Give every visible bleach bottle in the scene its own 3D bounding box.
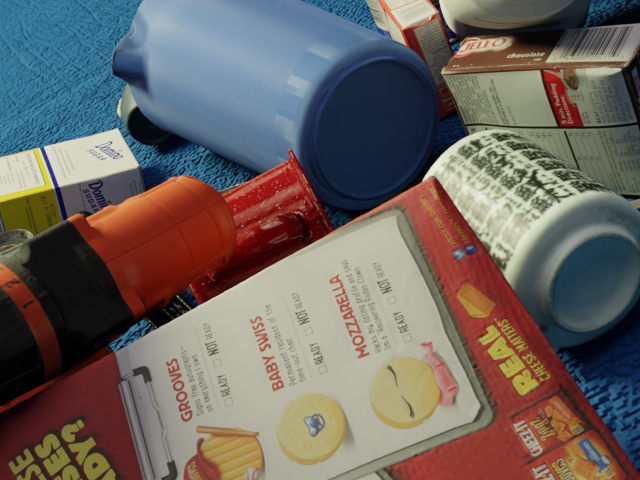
[{"bbox_3d":[0.121,-0.151,0.628,0.102,0.068,0.250,-4,9,8],"label":"bleach bottle"}]

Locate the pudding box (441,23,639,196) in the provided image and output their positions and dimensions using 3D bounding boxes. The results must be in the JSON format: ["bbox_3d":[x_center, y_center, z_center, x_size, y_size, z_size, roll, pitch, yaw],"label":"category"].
[{"bbox_3d":[0.133,-0.068,0.584,0.114,0.090,0.039,6,47,41],"label":"pudding box"}]

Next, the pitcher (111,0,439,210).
[{"bbox_3d":[-0.021,-0.108,0.741,0.149,0.145,0.243,-47,38,-8],"label":"pitcher"}]

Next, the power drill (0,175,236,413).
[{"bbox_3d":[-0.139,0.053,0.482,0.184,0.057,0.188,-30,-4,-34],"label":"power drill"}]

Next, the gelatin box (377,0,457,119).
[{"bbox_3d":[0.072,-0.136,0.747,0.030,0.073,0.089,-25,30,3],"label":"gelatin box"}]

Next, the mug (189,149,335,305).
[{"bbox_3d":[-0.031,0.008,0.581,0.081,0.093,0.117,-28,-4,0],"label":"mug"}]

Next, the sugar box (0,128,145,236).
[{"bbox_3d":[-0.226,-0.033,0.811,0.176,0.048,0.093,-13,28,-15],"label":"sugar box"}]

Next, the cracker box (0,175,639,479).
[{"bbox_3d":[-0.005,0.099,0.404,0.213,0.072,0.164,-30,62,-2],"label":"cracker box"}]
